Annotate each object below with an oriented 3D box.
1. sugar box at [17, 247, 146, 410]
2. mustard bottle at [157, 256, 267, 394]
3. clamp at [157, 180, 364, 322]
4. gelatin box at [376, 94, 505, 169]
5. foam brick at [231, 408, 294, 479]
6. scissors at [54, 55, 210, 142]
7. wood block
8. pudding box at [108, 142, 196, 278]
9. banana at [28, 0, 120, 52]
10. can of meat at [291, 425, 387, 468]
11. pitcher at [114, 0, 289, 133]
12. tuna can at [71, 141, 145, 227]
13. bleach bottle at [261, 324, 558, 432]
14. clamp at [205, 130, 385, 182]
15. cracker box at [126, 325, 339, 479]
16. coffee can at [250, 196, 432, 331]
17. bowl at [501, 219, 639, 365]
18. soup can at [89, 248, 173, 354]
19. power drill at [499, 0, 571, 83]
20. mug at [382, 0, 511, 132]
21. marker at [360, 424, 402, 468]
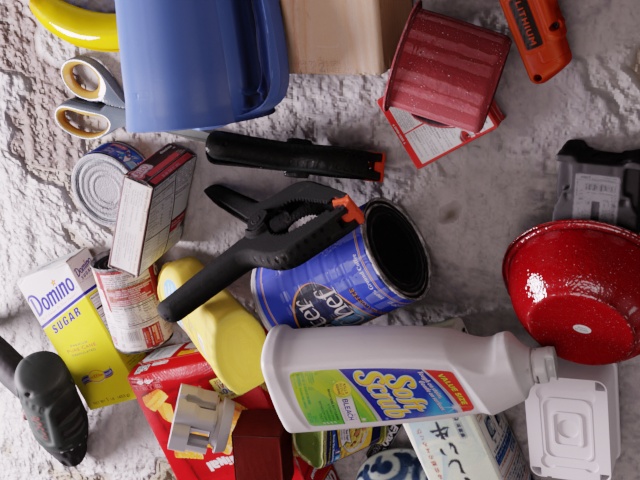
[{"bbox_3d":[-0.264,0.102,1.210,0.094,0.048,0.176,-20,106,35],"label":"sugar box"},{"bbox_3d":[-0.118,0.069,1.072,0.192,0.058,0.096,39,152,51],"label":"mustard bottle"},{"bbox_3d":[-0.056,0.001,0.981,0.210,0.164,0.036,-8,138,38],"label":"clamp"},{"bbox_3d":[0.106,-0.115,0.936,0.089,0.030,0.073,-28,100,31],"label":"gelatin box"},{"bbox_3d":[-0.058,0.217,1.081,0.051,0.053,0.078,1,111,11],"label":"foam brick"},{"bbox_3d":[-0.186,-0.140,1.072,0.202,0.016,0.096,2,115,25],"label":"scissors"},{"bbox_3d":[0.017,-0.248,0.876,0.090,0.090,0.206,5,116,23],"label":"wood block"},{"bbox_3d":[-0.169,-0.031,1.073,0.039,0.089,0.114,23,122,14],"label":"pudding box"},{"bbox_3d":[-0.198,-0.215,1.032,0.198,0.037,0.069,-4,83,24],"label":"banana"},{"bbox_3d":[0.020,0.171,1.075,0.058,0.083,0.102,31,129,44],"label":"can of meat"},{"bbox_3d":[-0.110,-0.216,0.917,0.149,0.145,0.243,-7,103,-1],"label":"pitcher"},{"bbox_3d":[-0.217,-0.058,1.116,0.086,0.033,0.086,11,118,21],"label":"tuna can"},{"bbox_3d":[0.081,0.114,0.946,0.251,0.068,0.102,-8,121,18],"label":"bleach bottle"},{"bbox_3d":[-0.029,-0.076,0.985,0.171,0.120,0.039,9,96,-15],"label":"clamp"},{"bbox_3d":[-0.095,0.211,1.167,0.164,0.072,0.213,-14,108,30],"label":"cracker box"},{"bbox_3d":[0.019,0.034,1.006,0.141,0.102,0.103,-28,100,33],"label":"coffee can"},{"bbox_3d":[0.228,0.057,0.915,0.162,0.055,0.162,16,140,13],"label":"bowl"},{"bbox_3d":[-0.201,0.062,1.148,0.069,0.068,0.102,-1,114,26],"label":"soup can"},{"bbox_3d":[0.241,-0.187,0.820,0.188,0.057,0.184,-18,101,29],"label":"power drill"},{"bbox_3d":[0.102,-0.130,0.867,0.081,0.093,0.117,19,148,7],"label":"mug"},{"bbox_3d":[0.073,0.196,1.110,0.020,0.020,0.121,31,123,9],"label":"marker"}]
